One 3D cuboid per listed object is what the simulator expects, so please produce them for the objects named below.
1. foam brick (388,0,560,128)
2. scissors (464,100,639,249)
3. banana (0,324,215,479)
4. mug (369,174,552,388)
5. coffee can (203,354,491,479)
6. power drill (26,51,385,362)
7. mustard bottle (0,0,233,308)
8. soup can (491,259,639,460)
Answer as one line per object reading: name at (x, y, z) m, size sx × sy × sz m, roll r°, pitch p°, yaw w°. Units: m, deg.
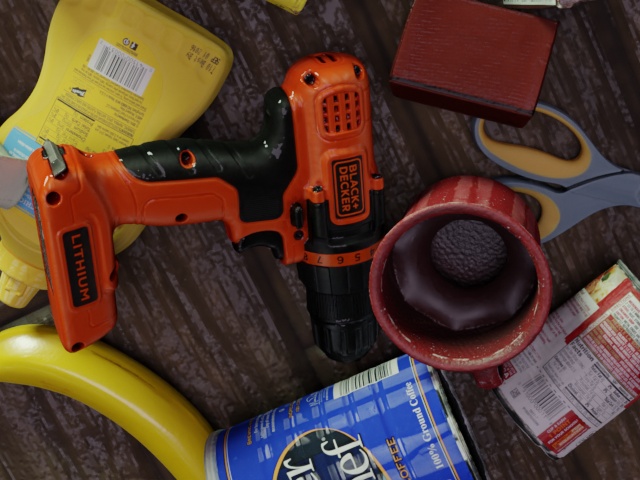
foam brick at (0.081, -0.096, 0.571) m, size 0.078 × 0.053 × 0.051 m, roll 15°, pitch 90°, yaw 5°
scissors at (0.171, -0.014, 0.615) m, size 0.201 × 0.016 × 0.096 m, roll 27°, pitch 105°, yaw -3°
banana at (-0.125, 0.100, 0.647) m, size 0.197 × 0.037 × 0.070 m, roll 27°, pitch 121°, yaw -3°
mug at (0.082, 0.023, 0.582) m, size 0.093 × 0.081 × 0.117 m, roll -15°, pitch 105°, yaw 16°
coffee can at (0.018, 0.133, 0.613) m, size 0.140 × 0.103 × 0.103 m, roll -24°, pitch 102°, yaw 7°
power drill at (-0.054, 0.001, 0.576) m, size 0.187 × 0.057 × 0.184 m, roll -13°, pitch 115°, yaw -18°
mustard bottle at (-0.133, -0.045, 0.598) m, size 0.096 × 0.058 × 0.192 m, roll 30°, pitch 103°, yaw -4°
soup can at (0.154, 0.069, 0.610) m, size 0.102 × 0.068 × 0.068 m, roll -41°, pitch 99°, yaw 11°
